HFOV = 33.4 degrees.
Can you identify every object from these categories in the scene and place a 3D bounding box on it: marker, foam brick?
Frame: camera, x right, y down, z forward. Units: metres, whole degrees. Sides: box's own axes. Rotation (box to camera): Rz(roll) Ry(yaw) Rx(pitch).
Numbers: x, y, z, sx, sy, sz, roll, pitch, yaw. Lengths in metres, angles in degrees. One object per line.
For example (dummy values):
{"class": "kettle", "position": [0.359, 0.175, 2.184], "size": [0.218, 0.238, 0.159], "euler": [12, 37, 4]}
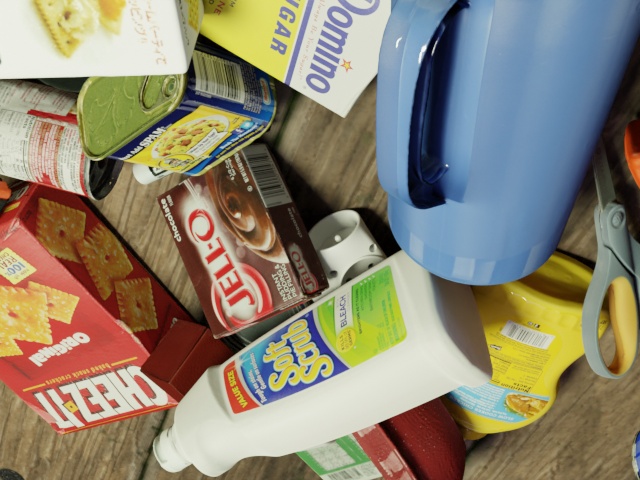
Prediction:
{"class": "marker", "position": [-0.082, -0.066, 0.738], "size": [0.121, 0.020, 0.020], "euler": [-19, 122, 33]}
{"class": "foam brick", "position": [-0.089, 0.105, 0.823], "size": [0.078, 0.053, 0.051], "euler": [47, 159, -30]}

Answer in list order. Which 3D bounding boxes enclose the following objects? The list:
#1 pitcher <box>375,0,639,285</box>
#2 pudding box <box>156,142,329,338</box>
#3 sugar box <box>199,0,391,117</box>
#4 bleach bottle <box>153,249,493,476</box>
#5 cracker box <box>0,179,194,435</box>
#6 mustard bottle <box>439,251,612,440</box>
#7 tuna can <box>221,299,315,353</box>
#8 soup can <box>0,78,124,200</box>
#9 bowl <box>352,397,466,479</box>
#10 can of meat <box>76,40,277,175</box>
{"class": "pitcher", "position": [0.090, -0.081, 0.567], "size": [0.149, 0.145, 0.243], "euler": [-5, 140, -6]}
{"class": "pudding box", "position": [-0.055, 0.001, 0.740], "size": [0.090, 0.039, 0.113], "euler": [-27, 82, 36]}
{"class": "sugar box", "position": [-0.035, -0.154, 0.622], "size": [0.176, 0.048, 0.093], "euler": [31, 134, -7]}
{"class": "bleach bottle", "position": [-0.012, 0.100, 0.717], "size": [0.251, 0.102, 0.068], "euler": [-32, 131, 23]}
{"class": "cracker box", "position": [-0.215, 0.059, 0.864], "size": [0.164, 0.072, 0.213], "euler": [-18, 123, 33]}
{"class": "mustard bottle", "position": [0.130, 0.087, 0.772], "size": [0.096, 0.058, 0.192], "euler": [19, 134, 0]}
{"class": "tuna can", "position": [-0.042, 0.050, 0.808], "size": [0.086, 0.033, 0.086], "euler": [13, 126, 19]}
{"class": "soup can", "position": [-0.193, -0.072, 0.739], "size": [0.102, 0.068, 0.068], "euler": [14, 134, 8]}
{"class": "bowl", "position": [0.060, 0.138, 0.801], "size": [0.162, 0.055, 0.162], "euler": [53, 169, 15]}
{"class": "can of meat", "position": [-0.089, -0.084, 0.674], "size": [0.102, 0.057, 0.083], "euler": [-27, 155, 37]}
